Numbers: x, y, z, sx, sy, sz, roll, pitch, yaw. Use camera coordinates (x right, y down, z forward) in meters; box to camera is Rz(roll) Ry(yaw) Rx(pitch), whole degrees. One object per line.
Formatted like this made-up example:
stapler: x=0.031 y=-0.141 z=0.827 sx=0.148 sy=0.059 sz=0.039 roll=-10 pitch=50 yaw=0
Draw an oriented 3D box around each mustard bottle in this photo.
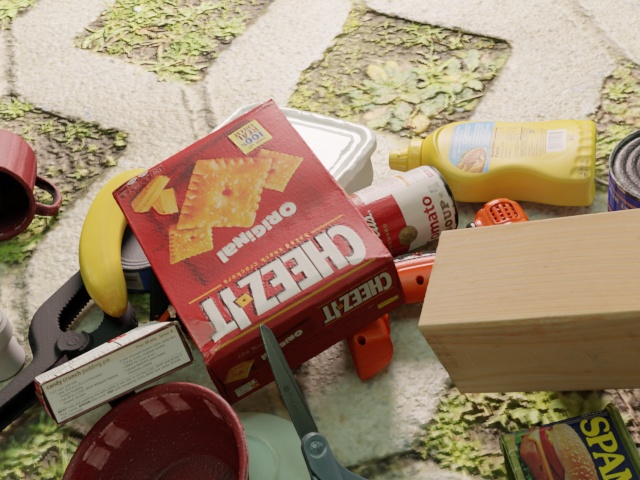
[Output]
mustard bottle: x=0.159 y=-0.075 z=1.002 sx=0.192 sy=0.058 sz=0.096 roll=2 pitch=44 yaw=14

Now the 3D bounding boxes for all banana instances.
banana: x=-0.183 y=-0.009 z=0.966 sx=0.070 sy=0.037 sz=0.197 roll=0 pitch=43 yaw=13

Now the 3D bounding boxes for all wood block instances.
wood block: x=0.184 y=0.043 z=0.732 sx=0.206 sy=0.090 sz=0.090 roll=-7 pitch=47 yaw=30

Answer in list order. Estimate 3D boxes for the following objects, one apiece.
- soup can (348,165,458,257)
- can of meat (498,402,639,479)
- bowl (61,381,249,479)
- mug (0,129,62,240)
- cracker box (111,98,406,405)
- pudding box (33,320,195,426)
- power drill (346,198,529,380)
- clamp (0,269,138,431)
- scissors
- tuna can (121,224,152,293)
soup can: x=0.063 y=-0.019 z=0.954 sx=0.102 sy=0.068 sz=0.069 roll=-22 pitch=43 yaw=-13
can of meat: x=0.176 y=0.169 z=0.730 sx=0.084 sy=0.057 sz=0.102 roll=-14 pitch=41 yaw=1
bowl: x=-0.108 y=0.184 z=0.753 sx=0.162 sy=0.055 sz=0.162 roll=-16 pitch=52 yaw=21
mug: x=-0.318 y=-0.056 z=1.073 sx=0.117 sy=0.093 sz=0.081 roll=15 pitch=33 yaw=-18
cracker box: x=-0.056 y=0.001 z=0.867 sx=0.164 sy=0.072 sz=0.214 roll=-30 pitch=51 yaw=-6
pudding box: x=-0.159 y=0.099 z=0.811 sx=0.113 sy=0.039 sz=0.090 roll=-26 pitch=5 yaw=-17
power drill: x=0.111 y=0.054 z=0.874 sx=0.187 sy=0.057 sz=0.184 roll=-14 pitch=44 yaw=-6
clamp: x=-0.197 y=0.101 z=0.901 sx=0.164 sy=0.036 sz=0.210 roll=4 pitch=43 yaw=8
scissors: x=0.016 y=0.151 z=0.749 sx=0.096 sy=0.016 sz=0.202 roll=-4 pitch=70 yaw=-14
tuna can: x=-0.162 y=0.009 z=0.997 sx=0.086 sy=0.034 sz=0.086 roll=-6 pitch=42 yaw=5
